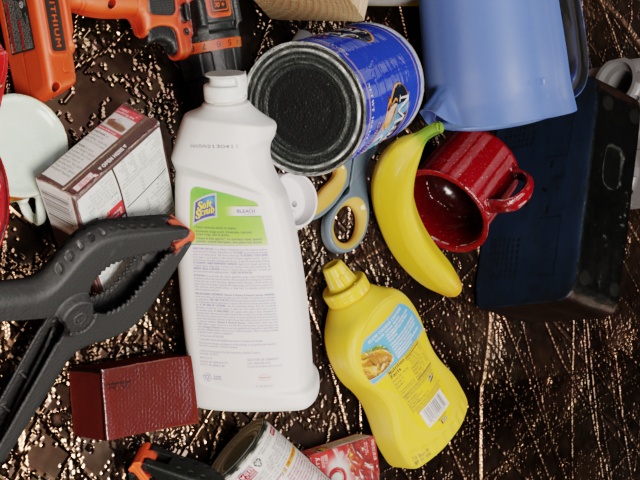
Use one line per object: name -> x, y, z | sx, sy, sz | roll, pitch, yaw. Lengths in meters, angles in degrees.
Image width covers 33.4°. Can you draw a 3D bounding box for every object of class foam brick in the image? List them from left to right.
foam brick -> -0.137, 0.114, 0.786 | 0.078, 0.051, 0.053 | -4, 88, -38

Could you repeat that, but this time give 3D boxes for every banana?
banana -> 0.082, -0.020, 0.946 | 0.198, 0.070, 0.037 | 76, 28, -42

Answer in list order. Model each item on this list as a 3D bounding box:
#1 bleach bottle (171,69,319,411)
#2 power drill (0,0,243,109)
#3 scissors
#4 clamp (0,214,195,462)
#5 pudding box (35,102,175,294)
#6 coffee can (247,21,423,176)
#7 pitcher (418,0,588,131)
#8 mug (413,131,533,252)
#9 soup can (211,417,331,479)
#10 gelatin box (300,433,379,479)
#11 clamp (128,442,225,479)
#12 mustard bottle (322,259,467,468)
bleach bottle -> -0.055, 0.001, 0.789 | 0.102, 0.068, 0.251 | -1, 109, 3
power drill -> -0.139, -0.151, 0.796 | 0.187, 0.057, 0.184 | -17, 99, -42
scissors -> 0.045, -0.065, 0.962 | 0.201, 0.016, 0.096 | -39, 112, -33
clamp -> -0.174, 0.054, 0.721 | 0.209, 0.036, 0.164 | -31, 139, -29
pudding box -> -0.148, -0.027, 0.761 | 0.090, 0.039, 0.113 | -48, 155, -31
coffee can -> 0.013, -0.116, 0.854 | 0.140, 0.103, 0.103 | -35, 110, -61
pitcher -> 0.154, -0.220, 0.936 | 0.149, 0.145, 0.243 | -35, 119, -72
mug -> 0.139, -0.049, 0.975 | 0.081, 0.117, 0.093 | -49, 127, -35
soup can -> -0.031, 0.197, 0.838 | 0.102, 0.069, 0.068 | 43, 61, -9
gelatin box -> 0.018, 0.217, 0.912 | 0.073, 0.030, 0.089 | -9, 92, -38
clamp -> -0.090, 0.229, 0.806 | 0.171, 0.039, 0.120 | 44, 104, -8
mustard bottle -> 0.055, 0.099, 0.932 | 0.096, 0.058, 0.191 | -43, 112, -33
